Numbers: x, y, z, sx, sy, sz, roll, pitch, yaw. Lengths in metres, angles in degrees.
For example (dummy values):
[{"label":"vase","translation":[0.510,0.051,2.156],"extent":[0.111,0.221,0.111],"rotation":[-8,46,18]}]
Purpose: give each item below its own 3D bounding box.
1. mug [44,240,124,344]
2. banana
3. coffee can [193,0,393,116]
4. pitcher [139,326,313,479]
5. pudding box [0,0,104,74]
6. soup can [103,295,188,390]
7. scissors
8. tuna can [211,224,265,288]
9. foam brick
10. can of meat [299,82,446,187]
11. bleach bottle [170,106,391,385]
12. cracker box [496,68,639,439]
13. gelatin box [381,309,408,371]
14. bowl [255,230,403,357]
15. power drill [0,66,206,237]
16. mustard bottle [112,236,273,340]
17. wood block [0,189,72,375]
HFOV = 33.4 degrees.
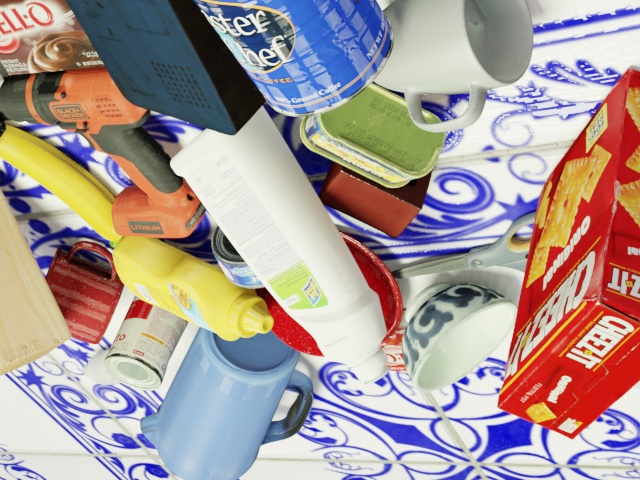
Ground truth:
[{"label":"mug","translation":[-0.259,0.053,1.155],"extent":[0.081,0.093,0.117],"rotation":[23,112,-12]},{"label":"banana","translation":[-0.254,-0.053,1.048],"extent":[0.070,0.037,0.197],"rotation":[-16,130,39]},{"label":"coffee can","translation":[-0.026,-0.164,0.692],"extent":[0.103,0.102,0.140],"rotation":[-4,144,29]},{"label":"pitcher","translation":[-0.093,0.167,1.191],"extent":[0.145,0.149,0.243],"rotation":[42,142,12]},{"label":"pudding box","translation":[-0.229,-0.183,0.868],"extent":[0.114,0.039,0.090],"rotation":[-1,138,26]},{"label":"soup can","translation":[-0.186,0.104,1.162],"extent":[0.068,0.102,0.068],"rotation":[13,144,10]},{"label":"scissors","translation":[0.163,0.024,0.970],"extent":[0.096,0.016,0.202],"rotation":[37,141,-21]},{"label":"tuna can","translation":[-0.056,0.001,0.985],"extent":[0.086,0.086,0.033],"rotation":[0,138,26]},{"label":"foam brick","translation":[0.046,-0.048,0.901],"extent":[0.078,0.053,0.051],"rotation":[25,144,-8]},{"label":"can of meat","translation":[0.040,-0.084,0.824],"extent":[0.102,0.057,0.084],"rotation":[26,177,-7]},{"label":"bleach bottle","translation":[-0.023,0.012,0.905],"extent":[0.251,0.068,0.103],"rotation":[58,143,-2]},{"label":"cracker box","translation":[0.200,0.009,0.766],"extent":[0.072,0.213,0.164],"rotation":[21,144,-2]},{"label":"gelatin box","translation":[0.086,0.104,1.095],"extent":[0.089,0.030,0.073],"rotation":[-3,138,29]},{"label":"bowl","translation":[-0.004,0.062,1.037],"extent":[0.162,0.055,0.162],"rotation":[17,134,18]},{"label":"power drill","translation":[-0.197,-0.081,0.968],"extent":[0.185,0.057,0.187],"rotation":[3,142,34]},{"label":"mustard bottle","translation":[-0.117,0.052,1.045],"extent":[0.192,0.058,0.096],"rotation":[21,153,41]},{"label":"wood block","translation":[-0.346,0.032,1.070],"extent":[0.091,0.090,0.206],"rotation":[-31,84,47]}]
